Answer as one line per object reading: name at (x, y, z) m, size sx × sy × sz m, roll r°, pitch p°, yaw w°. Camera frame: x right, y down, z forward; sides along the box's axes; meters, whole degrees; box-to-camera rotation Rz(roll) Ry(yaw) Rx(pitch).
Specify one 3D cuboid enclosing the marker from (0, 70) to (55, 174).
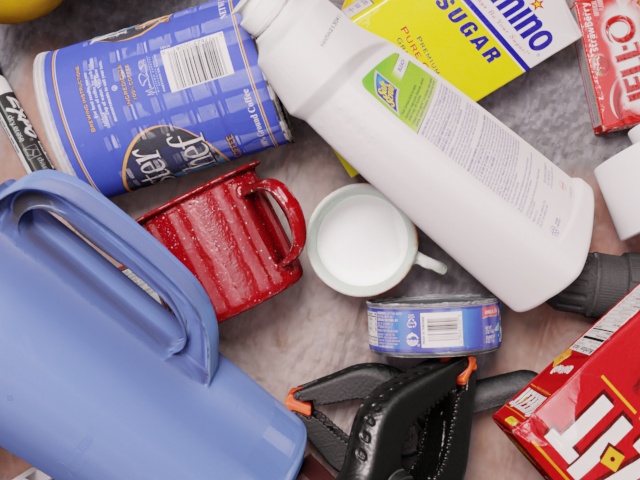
marker at (-0.210, -0.082, 0.734) m, size 0.020 × 0.020 × 0.121 m, roll -29°, pitch 88°, yaw 3°

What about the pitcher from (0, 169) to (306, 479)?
pitcher at (-0.124, 0.078, 0.625) m, size 0.242 × 0.149 × 0.145 m, roll 37°, pitch 75°, yaw -8°

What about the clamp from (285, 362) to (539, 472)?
clamp at (0.059, 0.137, 0.707) m, size 0.171 × 0.039 × 0.120 m, roll 6°, pitch 85°, yaw 6°

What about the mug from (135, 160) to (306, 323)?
mug at (-0.054, 0.001, 0.683) m, size 0.117 × 0.093 × 0.081 m, roll -24°, pitch 94°, yaw 37°

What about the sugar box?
sugar box at (0.069, -0.126, 0.687) m, size 0.176 × 0.048 × 0.093 m, roll -31°, pitch 113°, yaw 7°

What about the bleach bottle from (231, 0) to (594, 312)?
bleach bottle at (0.055, -0.068, 0.641) m, size 0.250 × 0.102 × 0.068 m, roll 39°, pitch 129°, yaw -14°

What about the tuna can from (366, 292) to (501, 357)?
tuna can at (0.073, 0.053, 0.682) m, size 0.086 × 0.086 × 0.034 m, roll -3°, pitch 91°, yaw 3°

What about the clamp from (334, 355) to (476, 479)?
clamp at (0.031, 0.149, 0.628) m, size 0.164 × 0.036 × 0.210 m, roll 42°, pitch 65°, yaw -35°

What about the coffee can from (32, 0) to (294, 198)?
coffee can at (-0.098, -0.091, 0.685) m, size 0.140 × 0.103 × 0.103 m, roll -17°, pitch 89°, yaw 3°
